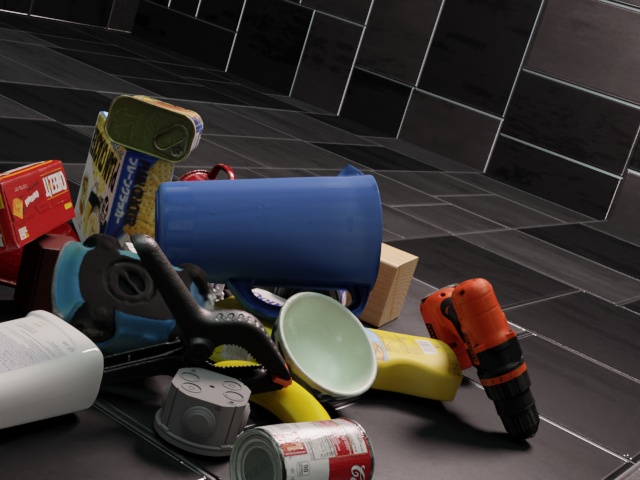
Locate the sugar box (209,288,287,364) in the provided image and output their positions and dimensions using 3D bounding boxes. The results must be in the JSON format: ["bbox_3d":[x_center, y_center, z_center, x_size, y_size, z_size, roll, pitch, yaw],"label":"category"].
[{"bbox_3d":[-0.074,0.097,1.182,0.093,0.048,0.176,22,15,18],"label":"sugar box"}]

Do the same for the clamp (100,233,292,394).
[{"bbox_3d":[-0.114,0.084,0.958,0.209,0.165,0.036,16,25,-23],"label":"clamp"}]

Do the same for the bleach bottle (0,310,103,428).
[{"bbox_3d":[-0.291,0.112,0.823,0.103,0.068,0.250,25,18,31],"label":"bleach bottle"}]

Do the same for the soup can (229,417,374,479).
[{"bbox_3d":[-0.015,0.182,0.869,0.102,0.068,0.069,3,19,-44],"label":"soup can"}]

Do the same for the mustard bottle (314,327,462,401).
[{"bbox_3d":[0.055,0.130,1.181,0.191,0.058,0.096,12,20,-21],"label":"mustard bottle"}]

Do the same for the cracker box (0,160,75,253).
[{"bbox_3d":[-0.372,-0.021,1.045,0.214,0.072,0.164,-11,11,8],"label":"cracker box"}]

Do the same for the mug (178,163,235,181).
[{"bbox_3d":[-0.158,-0.054,1.539,0.093,0.117,0.082,21,12,-46],"label":"mug"}]

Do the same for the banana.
[{"bbox_3d":[-0.040,0.159,1.009,0.198,0.037,0.069,25,42,39],"label":"banana"}]

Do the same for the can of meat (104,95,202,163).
[{"bbox_3d":[-0.191,-0.133,1.245,0.102,0.057,0.084,18,11,-1],"label":"can of meat"}]

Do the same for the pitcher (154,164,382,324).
[{"bbox_3d":[-0.058,0.001,1.165,0.242,0.145,0.149,0,25,-10],"label":"pitcher"}]

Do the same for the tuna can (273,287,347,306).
[{"bbox_3d":[-0.013,0.070,1.276,0.086,0.086,0.033,19,15,8],"label":"tuna can"}]

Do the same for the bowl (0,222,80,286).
[{"bbox_3d":[-0.335,0.002,1.218,0.162,0.055,0.162,16,14,-4],"label":"bowl"}]

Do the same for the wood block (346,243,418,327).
[{"bbox_3d":[0.014,0.032,1.451,0.206,0.091,0.090,23,15,20],"label":"wood block"}]

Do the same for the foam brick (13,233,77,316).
[{"bbox_3d":[-0.278,0.037,1.101,0.051,0.078,0.053,6,18,-35],"label":"foam brick"}]

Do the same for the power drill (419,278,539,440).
[{"bbox_3d":[0.181,0.126,1.218,0.057,0.184,0.188,-21,6,-10],"label":"power drill"}]
